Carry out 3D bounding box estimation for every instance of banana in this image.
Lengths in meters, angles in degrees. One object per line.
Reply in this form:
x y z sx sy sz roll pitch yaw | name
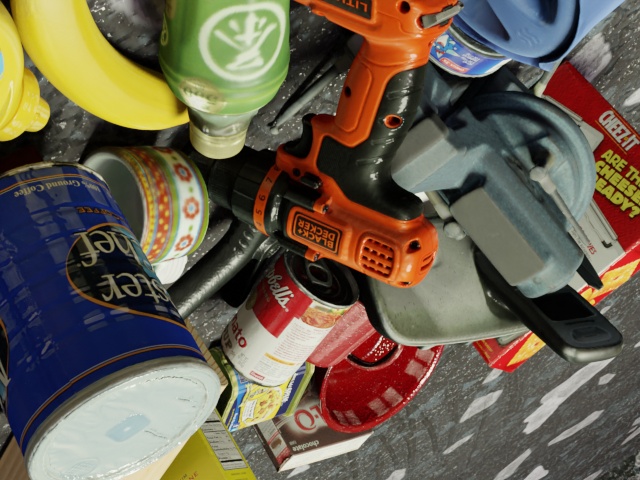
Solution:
-0.116 -0.104 0.566 0.069 0.037 0.198 -32 153 -6 | banana

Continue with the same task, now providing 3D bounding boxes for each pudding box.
-0.015 0.175 1.070 0.113 0.090 0.039 -9 144 -40 | pudding box

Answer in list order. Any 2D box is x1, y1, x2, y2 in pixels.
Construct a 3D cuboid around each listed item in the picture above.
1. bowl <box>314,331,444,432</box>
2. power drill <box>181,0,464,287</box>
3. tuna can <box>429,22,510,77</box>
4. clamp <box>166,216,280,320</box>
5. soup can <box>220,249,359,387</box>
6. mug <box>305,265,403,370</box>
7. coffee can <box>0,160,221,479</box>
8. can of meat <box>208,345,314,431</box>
0.048 0.108 1.046 0.161 0.055 0.162 -25 135 -28 | bowl
-0.002 -0.080 0.636 0.057 0.185 0.188 -39 146 -50 | power drill
0.097 -0.149 0.677 0.086 0.086 0.034 -19 176 -29 | tuna can
-0.055 0.001 0.788 0.172 0.039 0.120 -55 170 28 | clamp
-0.026 0.059 0.839 0.068 0.068 0.102 -1 138 -48 | soup can
0.020 0.062 0.910 0.082 0.117 0.093 -43 -176 25 | mug
-0.129 0.043 0.558 0.102 0.140 0.103 -26 151 -16 | coffee can
-0.064 0.129 0.978 0.083 0.057 0.102 -14 145 -32 | can of meat
